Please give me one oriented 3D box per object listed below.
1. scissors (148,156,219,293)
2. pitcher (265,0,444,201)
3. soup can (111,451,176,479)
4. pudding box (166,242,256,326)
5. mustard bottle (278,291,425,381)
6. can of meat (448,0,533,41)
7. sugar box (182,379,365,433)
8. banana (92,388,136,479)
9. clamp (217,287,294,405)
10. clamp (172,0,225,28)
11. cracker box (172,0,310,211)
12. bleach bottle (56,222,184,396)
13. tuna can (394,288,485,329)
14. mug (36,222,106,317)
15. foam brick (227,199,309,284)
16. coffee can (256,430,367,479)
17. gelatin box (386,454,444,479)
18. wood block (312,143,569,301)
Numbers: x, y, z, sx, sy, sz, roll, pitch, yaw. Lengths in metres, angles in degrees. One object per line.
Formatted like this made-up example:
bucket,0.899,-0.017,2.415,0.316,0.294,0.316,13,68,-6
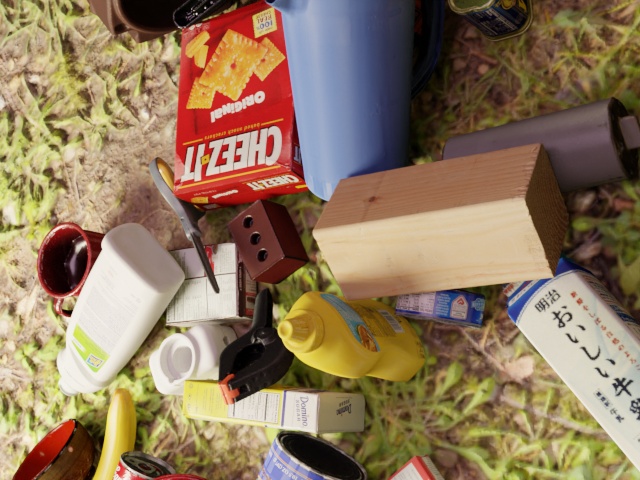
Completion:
scissors,-0.138,-0.012,1.212,0.016,0.096,0.202,-37,65,13
pitcher,0.040,-0.165,1.050,0.149,0.145,0.243,5,124,14
soup can,-0.216,0.304,1.231,0.069,0.068,0.102,27,98,34
pudding box,-0.127,0.051,1.229,0.114,0.039,0.090,-8,79,35
mustard bottle,0.022,0.091,1.029,0.058,0.191,0.096,-49,60,18
can of meat,0.165,-0.259,1.054,0.058,0.083,0.102,-10,77,32
sugar box,-0.050,0.173,1.125,0.177,0.093,0.048,-2,82,33
banana,-0.254,0.272,1.261,0.037,0.069,0.198,19,83,20
clamp,-0.043,0.106,1.112,0.120,0.171,0.039,-6,124,31
clamp,-0.073,-0.309,1.187,0.036,0.209,0.165,57,153,-1
cracker box,-0.081,-0.154,1.197,0.164,0.072,0.213,-10,69,31
bleach bottle,-0.257,0.097,1.266,0.102,0.068,0.251,46,126,10
tuna can,0.116,0.063,1.035,0.086,0.086,0.034,6,84,34
mug,-0.291,0.040,1.313,0.093,0.081,0.117,21,94,34
foam brick,-0.058,0.001,1.181,0.053,0.051,0.078,-36,64,24
coffee can,-0.027,0.280,1.086,0.103,0.102,0.140,30,99,33
gelatin box,0.090,0.267,1.054,0.089,0.030,0.073,-45,63,20
wood block,0.111,-0.015,0.984,0.206,0.090,0.090,-8,35,30
